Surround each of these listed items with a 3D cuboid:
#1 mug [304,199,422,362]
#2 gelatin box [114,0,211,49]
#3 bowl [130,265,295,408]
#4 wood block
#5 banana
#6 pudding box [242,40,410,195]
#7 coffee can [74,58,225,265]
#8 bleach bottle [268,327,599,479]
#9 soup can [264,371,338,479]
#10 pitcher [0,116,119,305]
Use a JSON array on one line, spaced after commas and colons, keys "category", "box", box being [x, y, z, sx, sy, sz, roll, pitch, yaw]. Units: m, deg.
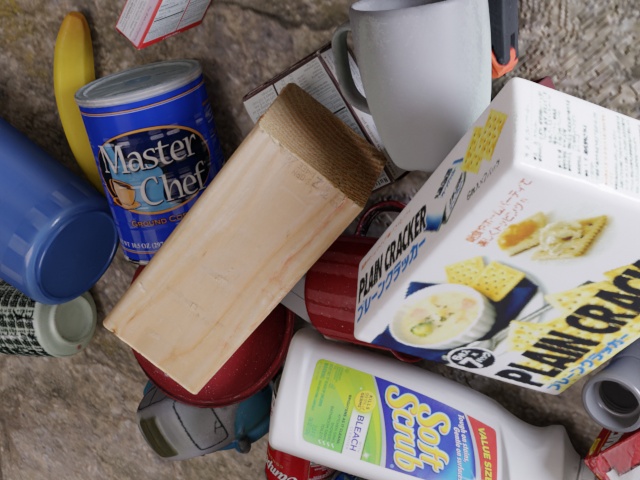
[{"category": "mug", "box": [0.044, 0.027, 0.802, 0.082, 0.093, 0.117, 7, 88, 40]}, {"category": "gelatin box", "box": [-0.107, -0.191, 0.794, 0.030, 0.073, 0.089, 44, 133, 9]}, {"category": "bowl", "box": [-0.105, 0.062, 0.898, 0.162, 0.055, 0.162, -1, 87, 20]}, {"category": "wood block", "box": [-0.055, 0.000, 0.763, 0.090, 0.090, 0.206, 38, 120, -6]}, {"category": "banana", "box": [-0.196, -0.101, 0.945, 0.070, 0.037, 0.198, -18, 106, 20]}, {"category": "pudding box", "box": [0.005, -0.080, 0.796, 0.090, 0.039, 0.113, -24, 101, 41]}, {"category": "coffee can", "box": [-0.129, -0.065, 0.864, 0.103, 0.102, 0.140, 4, 117, 36]}, {"category": "bleach bottle", "box": [0.092, 0.145, 0.817, 0.251, 0.068, 0.102, 13, 87, 13]}, {"category": "soup can", "box": [-0.012, 0.167, 0.930, 0.069, 0.068, 0.102, 25, 128, 25]}, {"category": "pitcher", "box": [-0.296, -0.039, 0.982, 0.243, 0.149, 0.145, 32, 120, 26]}]
